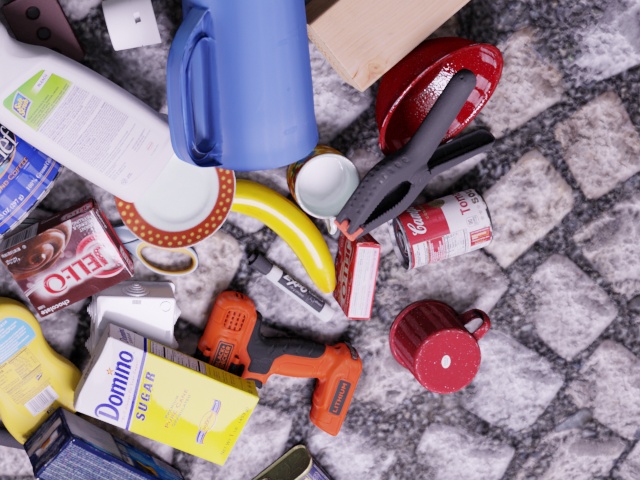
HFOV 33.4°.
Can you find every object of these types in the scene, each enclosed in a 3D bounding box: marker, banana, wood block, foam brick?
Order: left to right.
[{"bbox_3d":[-0.271,-0.206,1.047,0.053,0.051,0.078,-27,111,-4],"label":"foam brick"},{"bbox_3d":[-0.050,-0.015,1.169,0.197,0.037,0.070,32,107,-20],"label":"banana"},{"bbox_3d":[-0.034,0.051,1.201,0.121,0.020,0.020,38,95,-21],"label":"marker"},{"bbox_3d":[0.085,-0.259,1.096,0.206,0.090,0.090,-41,111,2],"label":"wood block"}]

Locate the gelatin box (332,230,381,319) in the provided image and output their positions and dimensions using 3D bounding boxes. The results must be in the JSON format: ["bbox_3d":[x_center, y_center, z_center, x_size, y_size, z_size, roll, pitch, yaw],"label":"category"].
[{"bbox_3d":[0.039,0.034,1.184,0.030,0.073,0.089,3,106,-14],"label":"gelatin box"}]

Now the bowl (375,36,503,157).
[{"bbox_3d":[0.113,-0.160,1.126,0.162,0.055,0.162,-29,154,-16],"label":"bowl"}]

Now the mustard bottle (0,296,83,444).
[{"bbox_3d":[-0.335,0.118,1.128,0.096,0.058,0.191,-38,112,-9],"label":"mustard bottle"}]

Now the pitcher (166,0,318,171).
[{"bbox_3d":[-0.078,-0.193,1.017,0.145,0.149,0.243,-5,124,-4],"label":"pitcher"}]

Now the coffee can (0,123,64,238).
[{"bbox_3d":[-0.338,-0.084,1.042,0.103,0.103,0.140,-45,112,3],"label":"coffee can"}]

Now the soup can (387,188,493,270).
[{"bbox_3d":[0.134,-0.013,1.196,0.102,0.068,0.068,-17,110,-8],"label":"soup can"}]

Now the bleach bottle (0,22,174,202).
[{"bbox_3d":[-0.251,-0.137,1.015,0.250,0.068,0.102,37,87,-40],"label":"bleach bottle"}]

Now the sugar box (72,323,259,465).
[{"bbox_3d":[-0.164,0.165,1.136,0.176,0.048,0.093,23,103,-19],"label":"sugar box"}]

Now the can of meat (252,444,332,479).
[{"bbox_3d":[-0.030,0.307,1.263,0.102,0.057,0.084,-38,114,1],"label":"can of meat"}]

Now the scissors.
[{"bbox_3d":[-0.216,-0.022,1.137,0.201,0.016,0.096,23,99,-19],"label":"scissors"}]

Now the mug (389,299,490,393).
[{"bbox_3d":[0.145,0.119,1.232,0.117,0.081,0.093,-30,111,-3],"label":"mug"}]

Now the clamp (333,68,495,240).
[{"bbox_3d":[0.099,-0.084,1.125,0.210,0.036,0.164,-39,154,-7],"label":"clamp"}]

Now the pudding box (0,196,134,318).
[{"bbox_3d":[-0.264,0.018,1.112,0.113,0.039,0.090,-24,119,6],"label":"pudding box"}]

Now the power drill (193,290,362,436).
[{"bbox_3d":[-0.059,0.163,1.210,0.187,0.057,0.184,17,102,-18],"label":"power drill"}]
